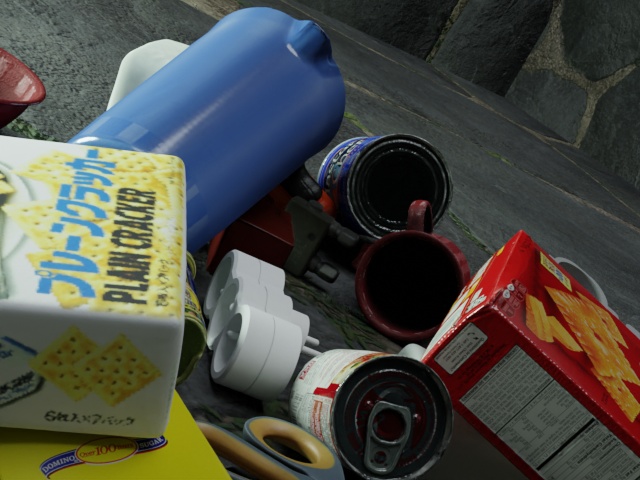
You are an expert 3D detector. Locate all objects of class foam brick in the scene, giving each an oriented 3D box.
[{"bbox_3d":[-0.056,0.001,0.852,0.053,0.051,0.078,27,16,-11],"label":"foam brick"}]

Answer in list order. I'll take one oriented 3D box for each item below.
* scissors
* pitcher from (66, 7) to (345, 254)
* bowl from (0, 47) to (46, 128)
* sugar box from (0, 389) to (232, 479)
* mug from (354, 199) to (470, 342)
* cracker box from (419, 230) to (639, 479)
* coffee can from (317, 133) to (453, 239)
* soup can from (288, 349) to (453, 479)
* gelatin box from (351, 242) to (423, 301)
[{"bbox_3d":[0.023,0.130,0.503,0.202,0.016,0.096,24,13,16],"label":"scissors"},{"bbox_3d":[-0.093,-0.066,0.789,0.145,0.149,0.242,11,33,23],"label":"pitcher"},{"bbox_3d":[-0.295,-0.122,0.811,0.162,0.055,0.162,27,16,-9],"label":"bowl"},{"bbox_3d":[-0.114,0.080,0.482,0.093,0.048,0.176,-6,36,-31],"label":"sugar box"},{"bbox_3d":[0.084,0.024,0.919,0.093,0.117,0.081,1,4,16],"label":"mug"},{"bbox_3d":[0.173,0.103,0.663,0.214,0.072,0.164,42,23,4],"label":"cracker box"},{"bbox_3d":[0.060,-0.052,1.048,0.102,0.103,0.140,26,-1,-12],"label":"coffee can"},{"bbox_3d":[0.025,0.097,0.605,0.068,0.068,0.102,26,-10,-12],"label":"soup can"},{"bbox_3d":[0.081,0.034,1.024,0.073,0.030,0.089,39,19,26],"label":"gelatin box"}]
